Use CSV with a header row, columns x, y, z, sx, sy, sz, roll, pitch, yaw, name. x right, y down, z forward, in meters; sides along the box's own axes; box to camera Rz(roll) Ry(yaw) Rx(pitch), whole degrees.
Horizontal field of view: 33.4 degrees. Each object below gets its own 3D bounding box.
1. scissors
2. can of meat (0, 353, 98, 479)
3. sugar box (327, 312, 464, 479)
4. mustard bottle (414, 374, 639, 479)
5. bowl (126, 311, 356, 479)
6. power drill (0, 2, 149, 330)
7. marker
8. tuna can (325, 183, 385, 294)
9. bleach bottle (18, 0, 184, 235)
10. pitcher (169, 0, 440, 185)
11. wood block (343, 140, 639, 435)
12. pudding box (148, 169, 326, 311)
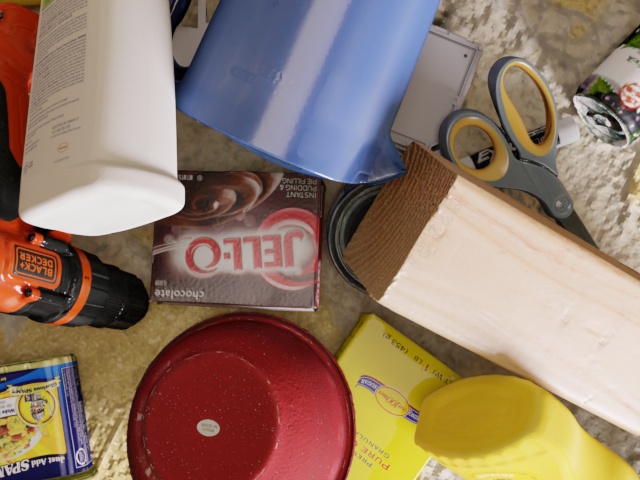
x,y,z,sx,sy,sz,roll,pitch,yaw,name
0.142,-0.024,0.723,0.096,0.016,0.202,-25,107,-14,scissors
-0.204,0.123,0.701,0.102,0.057,0.084,-9,87,-5,can of meat
0.017,0.145,0.722,0.093,0.048,0.176,35,85,-2,sugar box
0.153,0.156,0.698,0.191,0.096,0.058,40,52,-34,mustard bottle
-0.061,0.120,0.683,0.162,0.055,0.162,-4,74,15,bowl
-0.174,-0.041,0.676,0.057,0.184,0.187,-12,71,28,power drill
0.124,-0.058,0.751,0.121,0.020,0.020,-21,90,-5,marker
0.046,-0.005,0.726,0.086,0.033,0.086,0,102,1,tuna can
-0.126,-0.135,0.628,0.067,0.103,0.251,14,70,-43,bleach bottle
0.005,-0.165,0.641,0.149,0.145,0.243,20,98,-32,pitcher
0.130,0.031,0.679,0.206,0.091,0.090,28,99,-20,wood block
-0.055,0.001,0.714,0.113,0.039,0.090,1,81,5,pudding box
